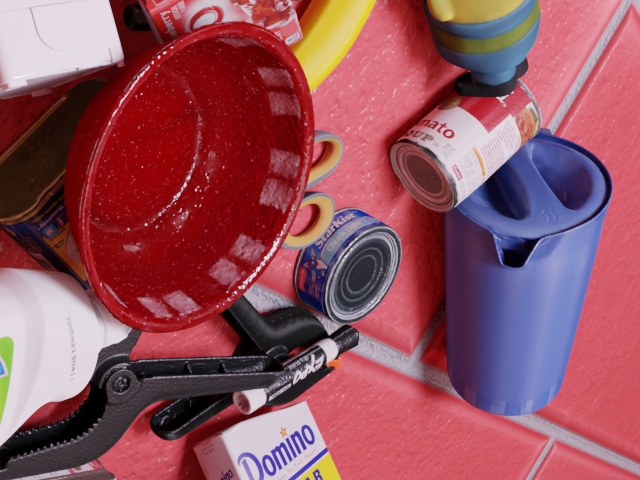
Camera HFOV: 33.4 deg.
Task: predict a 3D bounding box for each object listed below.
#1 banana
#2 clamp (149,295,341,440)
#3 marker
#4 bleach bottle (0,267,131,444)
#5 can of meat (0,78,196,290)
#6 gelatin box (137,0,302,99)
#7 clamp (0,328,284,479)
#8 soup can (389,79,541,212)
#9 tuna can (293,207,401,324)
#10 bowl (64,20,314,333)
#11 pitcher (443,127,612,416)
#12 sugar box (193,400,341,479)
[{"bbox_3d":[0.008,-0.164,0.668,0.069,0.037,0.198,10,106,-31],"label":"banana"},{"bbox_3d":[-0.044,0.076,0.772,0.171,0.039,0.120,-8,126,-50],"label":"clamp"},{"bbox_3d":[-0.014,0.090,0.768,0.120,0.020,0.020,-27,133,-42],"label":"marker"},{"bbox_3d":[-0.189,0.078,0.469,0.250,0.068,0.103,-22,130,-45],"label":"bleach bottle"},{"bbox_3d":[-0.126,-0.027,0.588,0.102,0.058,0.084,-49,140,-14],"label":"can of meat"},{"bbox_3d":[-0.052,-0.120,0.559,0.073,0.030,0.089,-31,157,-5],"label":"gelatin box"},{"bbox_3d":[-0.122,0.084,0.663,0.210,0.036,0.164,-40,127,-13],"label":"clamp"},{"bbox_3d":[0.111,-0.077,0.818,0.102,0.069,0.068,-41,140,-22],"label":"soup can"},{"bbox_3d":[0.022,0.020,0.811,0.086,0.034,0.086,-28,134,-34],"label":"tuna can"},{"bbox_3d":[-0.074,-0.037,0.541,0.161,0.055,0.162,-33,135,-40],"label":"bowl"},{"bbox_3d":[0.170,0.030,0.926,0.149,0.145,0.243,-24,136,-22],"label":"pitcher"},{"bbox_3d":[-0.017,0.213,0.784,0.093,0.176,0.048,-12,164,-47],"label":"sugar box"}]
